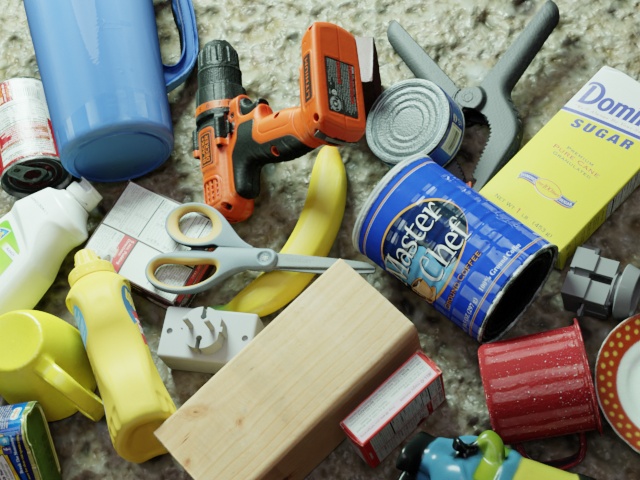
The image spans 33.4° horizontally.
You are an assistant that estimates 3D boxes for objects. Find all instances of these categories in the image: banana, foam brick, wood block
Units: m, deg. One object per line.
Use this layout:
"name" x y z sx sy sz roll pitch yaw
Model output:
"banana" -0.023 0.000 0.961 0.070 0.037 0.197 31 74 20
"foam brick" 0.028 -0.147 0.998 0.053 0.078 0.051 -1 63 10
"wood block" -0.021 0.127 0.872 0.206 0.091 0.090 -43 65 -10

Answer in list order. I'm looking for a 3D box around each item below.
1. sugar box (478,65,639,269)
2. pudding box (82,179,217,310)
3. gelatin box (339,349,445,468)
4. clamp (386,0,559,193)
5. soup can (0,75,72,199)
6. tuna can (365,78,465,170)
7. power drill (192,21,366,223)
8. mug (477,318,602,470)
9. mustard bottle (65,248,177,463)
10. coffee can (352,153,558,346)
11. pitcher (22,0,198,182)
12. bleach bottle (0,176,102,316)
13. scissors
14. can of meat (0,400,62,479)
"sugar box" 0.231 -0.067 0.939 0.093 0.048 0.176 39 79 24
"pudding box" -0.151 0.006 0.984 0.114 0.039 0.090 26 72 19
"gelatin box" 0.060 0.136 0.861 0.089 0.073 0.030 -42 65 -10
"clamp" 0.130 -0.129 0.992 0.165 0.036 0.210 3 70 22
"soup can" -0.286 -0.101 1.043 0.068 0.068 0.102 -20 63 1
"tuna can" 0.084 -0.102 0.962 0.086 0.033 0.086 -11 68 28
"power drill" -0.045 -0.124 0.962 0.188 0.057 0.184 -23 67 45
"mug" 0.174 0.126 0.844 0.081 0.093 0.117 -12 98 10
"mustard bottle" -0.175 0.088 0.912 0.058 0.096 0.192 -21 61 -11
"coffee can" 0.112 0.007 0.896 0.140 0.103 0.102 38 77 24
"pitcher" -0.206 -0.184 1.042 0.149 0.144 0.243 -22 66 15
"bleach bottle" -0.295 0.042 0.972 0.250 0.068 0.103 -45 56 -9
"scissors" -0.056 0.001 0.937 0.202 0.016 0.096 -9 63 6
"can of meat" -0.268 0.187 0.889 0.084 0.102 0.057 -10 20 3
